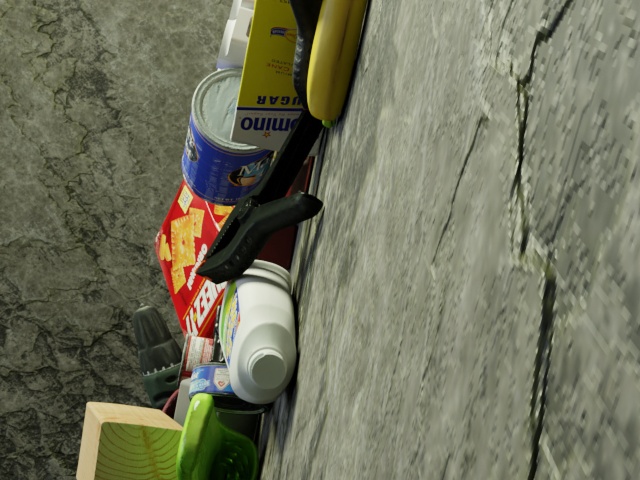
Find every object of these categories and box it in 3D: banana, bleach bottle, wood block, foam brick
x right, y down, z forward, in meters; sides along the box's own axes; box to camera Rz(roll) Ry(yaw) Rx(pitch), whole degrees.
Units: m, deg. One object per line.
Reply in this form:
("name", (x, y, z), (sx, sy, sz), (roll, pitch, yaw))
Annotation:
("banana", (0.016, -0.182, 0.886), (0.069, 0.037, 0.198), (-93, 15, -68))
("bleach bottle", (-0.054, 0.084, 0.979), (0.251, 0.068, 0.102), (-138, 59, -81))
("wood block", (-0.201, 0.228, 1.125), (0.206, 0.090, 0.091), (169, 110, -73))
("foam brick", (-0.058, 0.002, 1.224), (0.078, 0.051, 0.053), (-142, 62, -84))

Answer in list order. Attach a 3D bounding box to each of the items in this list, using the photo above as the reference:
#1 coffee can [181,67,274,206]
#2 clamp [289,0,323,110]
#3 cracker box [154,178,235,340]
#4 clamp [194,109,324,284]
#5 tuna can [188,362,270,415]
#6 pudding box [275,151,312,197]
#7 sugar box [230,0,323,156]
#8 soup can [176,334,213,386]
("coffee can", (-0.099, -0.114, 1.199), (0.140, 0.102, 0.103), (117, 163, -64))
("clamp", (-0.004, -0.184, 0.929), (0.120, 0.039, 0.171), (-40, -40, -51))
("cracker box", (-0.150, 0.029, 1.448), (0.164, 0.072, 0.214), (-59, 41, 37))
("clamp", (-0.054, -0.034, 1.030), (0.210, 0.036, 0.164), (-43, 25, 40))
("tuna can", (-0.092, 0.153, 1.096), (0.086, 0.086, 0.033), (113, 165, -68))
("pudding box", (-0.034, -0.070, 1.185), (0.113, 0.039, 0.090), (177, 106, -83))
("sugar box", (-0.030, -0.168, 1.044), (0.048, 0.093, 0.176), (-86, 7, -53))
("soup can", (-0.127, 0.162, 1.367), (0.068, 0.102, 0.068), (-170, 91, -85))
